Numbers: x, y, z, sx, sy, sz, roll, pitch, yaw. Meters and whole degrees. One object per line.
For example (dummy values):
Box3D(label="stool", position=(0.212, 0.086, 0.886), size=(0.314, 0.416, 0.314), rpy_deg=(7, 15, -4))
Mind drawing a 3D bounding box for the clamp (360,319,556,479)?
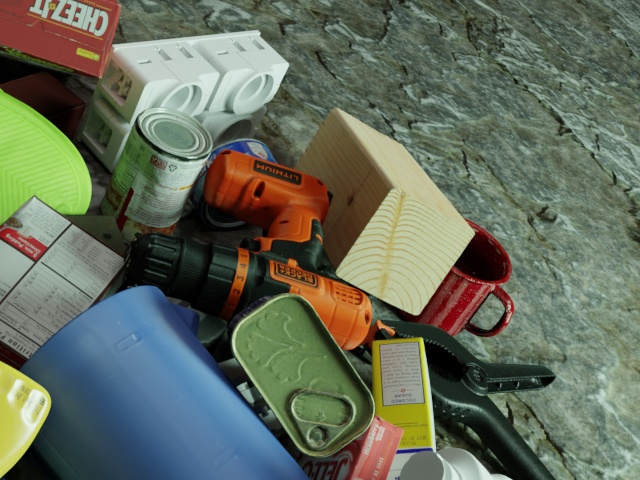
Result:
Box3D(label="clamp", position=(0.127, 0.134, 0.903), size=(0.209, 0.036, 0.164), rpy_deg=(27, 33, -19))

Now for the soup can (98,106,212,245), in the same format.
Box3D(label="soup can", position=(-0.139, -0.052, 0.895), size=(0.068, 0.102, 0.068), rpy_deg=(20, 35, -15))

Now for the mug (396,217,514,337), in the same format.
Box3D(label="mug", position=(0.126, 0.043, 0.990), size=(0.117, 0.082, 0.093), rpy_deg=(40, 35, 14))

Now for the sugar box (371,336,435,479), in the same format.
Box3D(label="sugar box", position=(0.062, 0.164, 0.776), size=(0.048, 0.093, 0.176), rpy_deg=(-4, 37, 6))

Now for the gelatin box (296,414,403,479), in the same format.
Box3D(label="gelatin box", position=(0.013, 0.156, 0.731), size=(0.030, 0.089, 0.073), rpy_deg=(30, 71, -20))

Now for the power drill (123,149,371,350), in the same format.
Box3D(label="power drill", position=(-0.055, 0.001, 0.822), size=(0.184, 0.057, 0.187), rpy_deg=(20, 30, -15))

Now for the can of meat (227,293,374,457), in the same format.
Box3D(label="can of meat", position=(-0.017, 0.084, 0.696), size=(0.102, 0.057, 0.084), rpy_deg=(56, -8, -4))

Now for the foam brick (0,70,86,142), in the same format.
Box3D(label="foam brick", position=(-0.252, -0.104, 0.921), size=(0.051, 0.053, 0.078), rpy_deg=(39, 34, 12))

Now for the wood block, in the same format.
Box3D(label="wood block", position=(0.046, -0.033, 0.961), size=(0.090, 0.091, 0.206), rpy_deg=(27, 16, -23))

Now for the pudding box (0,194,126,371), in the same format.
Box3D(label="pudding box", position=(-0.200, 0.034, 0.743), size=(0.090, 0.039, 0.113), rpy_deg=(35, 55, 0))

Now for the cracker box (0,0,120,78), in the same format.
Box3D(label="cracker box", position=(-0.272, -0.197, 0.920), size=(0.164, 0.072, 0.214), rpy_deg=(16, 3, -21))

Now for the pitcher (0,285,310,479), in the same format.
Box3D(label="pitcher", position=(-0.085, 0.160, 0.654), size=(0.243, 0.149, 0.145), rpy_deg=(46, 4, 17))

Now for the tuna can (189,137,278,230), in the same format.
Box3D(label="tuna can", position=(-0.076, -0.049, 0.954), size=(0.085, 0.086, 0.034), rpy_deg=(-3, 48, -39))
